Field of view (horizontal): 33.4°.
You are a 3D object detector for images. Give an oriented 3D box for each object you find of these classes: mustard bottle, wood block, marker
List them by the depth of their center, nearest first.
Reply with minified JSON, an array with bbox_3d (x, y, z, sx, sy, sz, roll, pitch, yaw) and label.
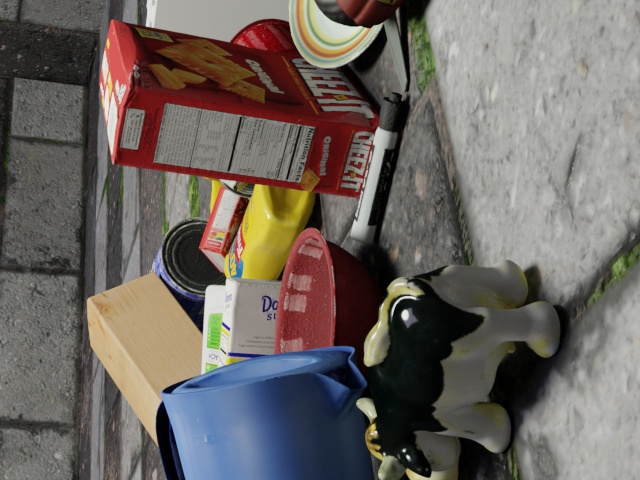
[{"bbox_3d":[0.045,-0.056,0.829,0.020,0.020,0.121,-120,40,-62],"label":"marker"},{"bbox_3d":[-0.058,0.001,1.074,0.192,0.058,0.096,116,159,-50],"label":"mustard bottle"},{"bbox_3d":[-0.173,0.145,1.195,0.206,0.090,0.090,47,146,32],"label":"wood block"}]

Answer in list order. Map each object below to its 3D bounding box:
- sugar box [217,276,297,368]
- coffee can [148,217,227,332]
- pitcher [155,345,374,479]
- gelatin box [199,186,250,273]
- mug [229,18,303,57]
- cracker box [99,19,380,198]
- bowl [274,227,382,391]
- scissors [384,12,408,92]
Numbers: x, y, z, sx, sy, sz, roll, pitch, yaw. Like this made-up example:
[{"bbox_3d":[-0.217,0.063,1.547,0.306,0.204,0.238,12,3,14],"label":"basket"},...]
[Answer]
[{"bbox_3d":[-0.045,0.124,0.942,0.048,0.093,0.176,-171,87,-73],"label":"sugar box"},{"bbox_3d":[-0.158,0.048,1.305,0.140,0.102,0.103,127,144,-59],"label":"coffee can"},{"bbox_3d":[-0.026,0.199,0.721,0.149,0.145,0.243,168,90,-83],"label":"pitcher"},{"bbox_3d":[-0.095,-0.008,1.158,0.089,0.030,0.073,59,-134,-67],"label":"gelatin box"},{"bbox_3d":[-0.037,-0.145,1.020,0.081,0.093,0.117,-123,15,-56],"label":"mug"},{"bbox_3d":[-0.068,-0.111,0.881,0.164,0.213,0.072,-115,36,-58],"label":"cracker box"},{"bbox_3d":[0.010,0.072,0.845,0.162,0.055,0.162,-175,90,-73],"label":"bowl"},{"bbox_3d":[0.058,-0.221,0.836,0.096,0.016,0.202,-47,52,36],"label":"scissors"}]
